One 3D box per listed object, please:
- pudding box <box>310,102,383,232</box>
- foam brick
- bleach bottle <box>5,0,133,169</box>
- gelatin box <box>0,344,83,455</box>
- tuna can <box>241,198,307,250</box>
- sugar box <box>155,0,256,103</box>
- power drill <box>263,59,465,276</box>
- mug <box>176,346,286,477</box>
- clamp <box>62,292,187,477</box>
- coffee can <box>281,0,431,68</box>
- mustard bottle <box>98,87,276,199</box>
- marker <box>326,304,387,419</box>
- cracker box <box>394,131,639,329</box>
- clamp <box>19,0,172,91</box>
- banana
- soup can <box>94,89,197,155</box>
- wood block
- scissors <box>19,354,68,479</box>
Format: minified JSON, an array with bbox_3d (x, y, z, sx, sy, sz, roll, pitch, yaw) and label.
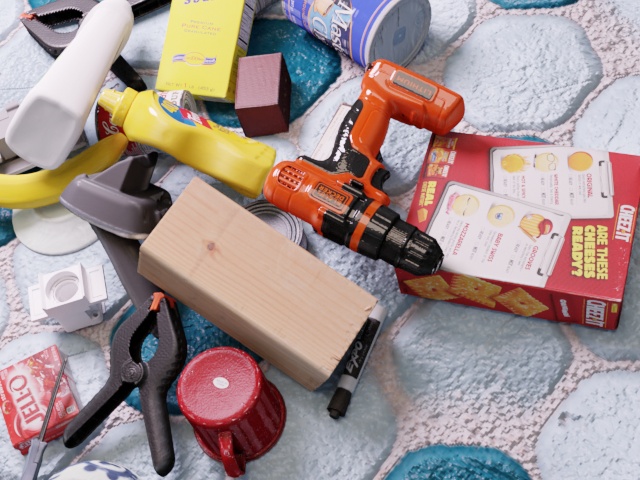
[{"bbox_3d":[0.021,-0.072,1.105,0.039,0.090,0.113,16,63,21],"label":"pudding box"},{"bbox_3d":[-0.064,-0.164,1.203,0.051,0.053,0.078,-4,59,10],"label":"foam brick"},{"bbox_3d":[-0.265,-0.193,1.192,0.068,0.103,0.250,31,40,-15],"label":"bleach bottle"},{"bbox_3d":[-0.281,0.158,1.067,0.073,0.030,0.089,-26,57,-4],"label":"gelatin box"},{"bbox_3d":[-0.057,0.001,1.111,0.086,0.033,0.086,-6,58,9],"label":"tuna can"},{"bbox_3d":[-0.128,-0.251,1.234,0.093,0.048,0.176,9,89,18],"label":"sugar box"},{"bbox_3d":[0.065,-0.072,1.021,0.184,0.057,0.187,28,66,11],"label":"power drill"},{"bbox_3d":[-0.085,0.161,0.991,0.093,0.081,0.117,-8,58,8],"label":"mug"},{"bbox_3d":[-0.182,0.134,1.021,0.120,0.039,0.171,4,72,15],"label":"clamp"},{"bbox_3d":[0.040,-0.262,1.210,0.140,0.103,0.102,37,73,29],"label":"coffee can"},{"bbox_3d":[-0.142,-0.109,1.119,0.191,0.096,0.058,25,103,-7],"label":"mustard bottle"},{"bbox_3d":[0.035,0.117,1.029,0.020,0.020,0.121,15,63,20],"label":"marker"},{"bbox_3d":[0.195,-0.013,1.043,0.214,0.072,0.164,9,62,17],"label":"cracker box"},{"bbox_3d":[-0.272,-0.269,1.322,0.210,0.036,0.164,15,64,21],"label":"clamp"},{"bbox_3d":[-0.305,-0.072,1.173,0.198,0.037,0.069,-7,91,6],"label":"banana"},{"bbox_3d":[-0.195,-0.132,1.203,0.102,0.068,0.068,-4,58,9],"label":"soup can"},{"bbox_3d":[-0.061,0.043,1.008,0.206,0.090,0.090,35,70,1],"label":"wood block"},{"bbox_3d":[-0.265,0.203,0.985,0.016,0.096,0.202,15,82,-8],"label":"scissors"}]
